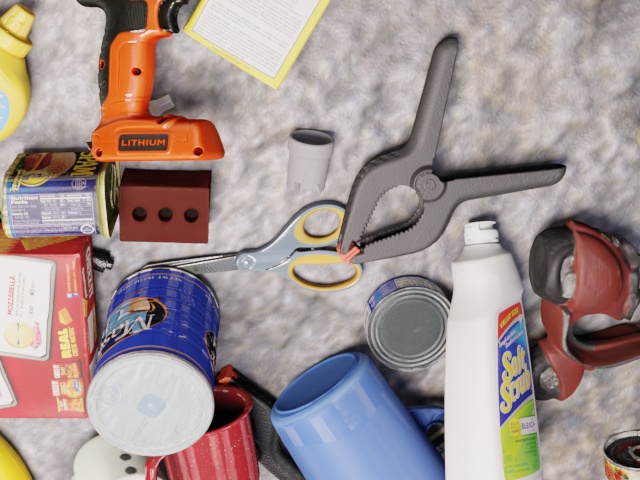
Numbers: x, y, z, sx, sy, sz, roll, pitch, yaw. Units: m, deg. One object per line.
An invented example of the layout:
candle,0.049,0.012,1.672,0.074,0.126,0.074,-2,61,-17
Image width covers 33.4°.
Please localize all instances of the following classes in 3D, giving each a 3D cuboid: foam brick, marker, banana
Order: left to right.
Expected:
banana,-0.335,0.194,1.001,0.197,0.037,0.070,38,120,-16
marker,-0.241,0.002,0.945,0.121,0.020,0.020,21,107,-13
foam brick,-0.134,-0.030,0.926,0.078,0.051,0.053,1,111,-6

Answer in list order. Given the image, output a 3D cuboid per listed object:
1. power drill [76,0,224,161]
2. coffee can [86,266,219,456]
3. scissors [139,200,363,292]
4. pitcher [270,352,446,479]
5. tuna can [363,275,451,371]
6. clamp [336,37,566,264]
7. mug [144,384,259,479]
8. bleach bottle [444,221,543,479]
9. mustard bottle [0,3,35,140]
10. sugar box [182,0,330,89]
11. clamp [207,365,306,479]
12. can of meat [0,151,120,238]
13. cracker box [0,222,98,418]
power drill,-0.117,-0.156,0.837,0.185,0.057,0.188,0,94,19
coffee can,-0.140,0.101,0.920,0.103,0.140,0.103,-1,118,-2
scissors,-0.056,0.001,0.965,0.201,0.016,0.096,9,108,-9
pitcher,0.068,0.222,0.997,0.145,0.149,0.243,-25,104,32
tuna can,0.083,0.077,0.997,0.086,0.034,0.086,-2,110,-5
clamp,0.090,-0.063,0.938,0.210,0.036,0.164,-36,103,4
mug,-0.107,0.191,0.950,0.093,0.117,0.081,8,116,39
bleach bottle,0.148,0.108,0.955,0.068,0.102,0.251,-8,83,40
mustard bottle,-0.295,-0.113,0.876,0.096,0.058,0.192,36,103,-16
sugar box,-0.030,-0.223,0.868,0.093,0.048,0.176,30,102,-12
clamp,-0.079,0.206,1.027,0.120,0.039,0.171,-24,105,-1
can of meat,-0.214,-0.040,0.889,0.084,0.102,0.057,-2,111,-3
cracker box,-0.303,0.069,0.926,0.213,0.072,0.164,1,115,-1
